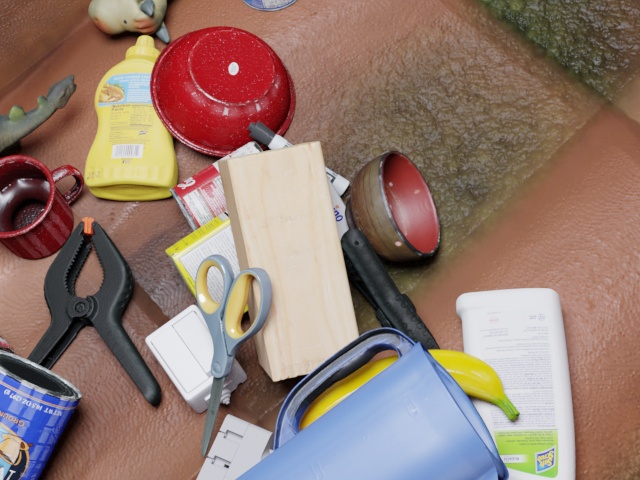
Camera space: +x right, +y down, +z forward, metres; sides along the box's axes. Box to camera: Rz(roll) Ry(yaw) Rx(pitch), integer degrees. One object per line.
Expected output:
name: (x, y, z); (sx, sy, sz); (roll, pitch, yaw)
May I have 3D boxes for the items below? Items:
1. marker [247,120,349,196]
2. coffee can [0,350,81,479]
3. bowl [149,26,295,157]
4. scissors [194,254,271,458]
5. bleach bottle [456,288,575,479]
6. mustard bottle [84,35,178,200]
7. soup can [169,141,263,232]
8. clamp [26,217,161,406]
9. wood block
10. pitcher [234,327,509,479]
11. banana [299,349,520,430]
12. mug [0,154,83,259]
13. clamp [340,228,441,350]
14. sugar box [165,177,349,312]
marker: (-0.024, -0.087, 1.118); (0.121, 0.020, 0.020); (33, 73, -7)
coffee can: (-0.303, 0.187, 1.003); (0.103, 0.102, 0.140); (27, 88, 17)
bowl: (-0.100, -0.172, 1.143); (0.162, 0.055, 0.162); (5, 67, -13)
scissors: (-0.101, 0.099, 0.991); (0.096, 0.016, 0.202); (43, 121, 29)
bleach bottle: (0.182, 0.173, 0.985); (0.103, 0.068, 0.251); (-5, 70, 15)
mustard bottle: (-0.200, -0.139, 1.168); (0.096, 0.058, 0.191); (-1, 67, 6)
soup can: (-0.096, -0.050, 1.112); (0.102, 0.068, 0.068); (-32, 67, -7)
clamp: (-0.250, 0.080, 1.095); (0.164, 0.036, 0.210); (-10, 68, 5)
wood block: (-0.029, 0.017, 1.008); (0.090, 0.091, 0.206); (-12, 96, -10)
pitcher: (0.021, 0.194, 0.895); (0.243, 0.149, 0.145); (-34, 103, 5)
banana: (0.077, 0.134, 0.967); (0.198, 0.037, 0.069); (-6, 56, 7)
mug: (-0.302, -0.038, 1.126); (0.117, 0.081, 0.093); (-37, 68, -8)
clamp: (0.068, 0.062, 1.019); (0.039, 0.120, 0.171); (-38, 71, -2)
sugar box: (-0.057, 0.001, 1.076); (0.176, 0.048, 0.093); (-34, 108, -10)
